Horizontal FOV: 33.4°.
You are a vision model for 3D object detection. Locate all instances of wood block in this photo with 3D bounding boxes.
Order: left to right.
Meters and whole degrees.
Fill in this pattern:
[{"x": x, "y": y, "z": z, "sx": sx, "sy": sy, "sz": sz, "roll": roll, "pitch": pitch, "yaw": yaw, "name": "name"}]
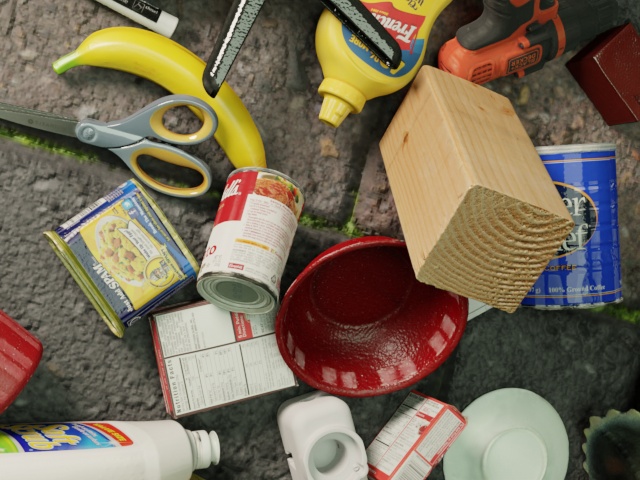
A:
[{"x": 0.117, "y": -0.048, "z": 0.857, "sx": 0.090, "sy": 0.206, "sz": 0.091, "roll": 19, "pitch": 119, "yaw": -18, "name": "wood block"}]

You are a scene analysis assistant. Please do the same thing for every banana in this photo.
[{"x": -0.117, "y": -0.122, "z": 0.880, "sx": 0.197, "sy": 0.037, "sz": 0.070, "roll": 30, "pitch": 106, "yaw": -15, "name": "banana"}]

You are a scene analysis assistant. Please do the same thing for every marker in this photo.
[{"x": -0.173, "y": -0.199, "z": 0.864, "sx": 0.121, "sy": 0.020, "sz": 0.020, "roll": 26, "pitch": 84, "yaw": -17, "name": "marker"}]

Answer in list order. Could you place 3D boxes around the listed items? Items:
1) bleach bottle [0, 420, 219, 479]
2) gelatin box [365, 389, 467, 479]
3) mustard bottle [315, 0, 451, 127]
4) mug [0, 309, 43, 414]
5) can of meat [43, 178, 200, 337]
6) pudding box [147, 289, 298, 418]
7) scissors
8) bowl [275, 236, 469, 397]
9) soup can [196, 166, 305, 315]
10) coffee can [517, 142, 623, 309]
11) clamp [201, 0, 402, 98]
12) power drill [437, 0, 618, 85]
[{"x": -0.205, "y": 0.174, "z": 0.836, "sx": 0.250, "sy": 0.103, "sz": 0.068, "roll": -2, "pitch": 100, "yaw": -24, "name": "bleach bottle"}, {"x": 0.079, "y": 0.178, "z": 0.931, "sx": 0.030, "sy": 0.073, "sz": 0.089, "roll": 43, "pitch": 78, "yaw": -16, "name": "gelatin box"}, {"x": 0.050, "y": -0.184, "z": 0.917, "sx": 0.096, "sy": 0.058, "sz": 0.191, "roll": 30, "pitch": 83, "yaw": -24, "name": "mustard bottle"}, {"x": -0.267, "y": 0.094, "z": 0.799, "sx": 0.093, "sy": 0.117, "sz": 0.081, "roll": -39, "pitch": 112, "yaw": 24, "name": "mug"}, {"x": -0.158, "y": 0.012, "z": 0.858, "sx": 0.084, "sy": 0.057, "sz": 0.102, "roll": -36, "pitch": 102, "yaw": -15, "name": "can of meat"}, {"x": -0.082, "y": 0.091, "z": 0.895, "sx": 0.113, "sy": 0.039, "sz": 0.090, "roll": -12, "pitch": 96, "yaw": -16, "name": "pudding box"}, {"x": -0.170, "y": -0.100, "z": 0.854, "sx": 0.201, "sy": 0.016, "sz": 0.096, "roll": 27, "pitch": 112, "yaw": -17, "name": "scissors"}, {"x": 0.039, "y": 0.053, "z": 0.892, "sx": 0.162, "sy": 0.055, "sz": 0.162, "roll": -5, "pitch": 124, "yaw": -7, "name": "bowl"}, {"x": -0.056, "y": 0.001, "z": 0.865, "sx": 0.068, "sy": 0.069, "sz": 0.102, "roll": 24, "pitch": 60, "yaw": -17, "name": "soup can"}, {"x": 0.214, "y": -0.014, "z": 0.953, "sx": 0.102, "sy": 0.103, "sz": 0.140, "roll": -5, "pitch": 94, "yaw": -18, "name": "coffee can"}, {"x": -0.019, "y": -0.221, "z": 0.856, "sx": 0.164, "sy": 0.036, "sz": 0.210, "roll": -4, "pitch": 91, "yaw": -13, "name": "clamp"}, {"x": 0.189, "y": -0.224, "z": 0.908, "sx": 0.184, "sy": 0.057, "sz": 0.188, "roll": -25, "pitch": 144, "yaw": -17, "name": "power drill"}]
